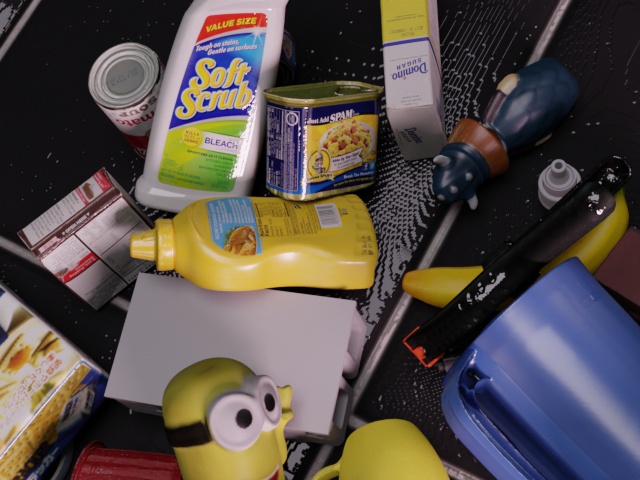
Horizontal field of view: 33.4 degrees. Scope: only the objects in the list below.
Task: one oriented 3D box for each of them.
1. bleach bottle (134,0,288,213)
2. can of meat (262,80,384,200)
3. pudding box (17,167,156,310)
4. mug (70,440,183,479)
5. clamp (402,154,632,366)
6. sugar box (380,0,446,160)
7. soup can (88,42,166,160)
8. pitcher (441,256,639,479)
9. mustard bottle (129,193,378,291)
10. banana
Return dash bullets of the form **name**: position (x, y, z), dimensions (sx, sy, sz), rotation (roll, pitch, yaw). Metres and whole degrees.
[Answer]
- **bleach bottle**: position (-0.086, -0.146, 0.884), dimensions (0.102, 0.068, 0.251), rotation (10, 109, -5)
- **can of meat**: position (0.002, -0.084, 0.883), dimensions (0.058, 0.101, 0.084), rotation (22, 117, 47)
- **pudding box**: position (-0.187, 0.002, 0.904), dimensions (0.090, 0.113, 0.039), rotation (-39, 61, -4)
- **mug**: position (-0.140, 0.216, 0.823), dimensions (0.081, 0.093, 0.117), rotation (3, 99, 10)
- **clamp**: position (0.139, 0.018, 0.760), dimensions (0.210, 0.164, 0.036), rotation (-44, 83, 16)
- **sugar box**: position (0.078, -0.167, 0.916), dimensions (0.048, 0.093, 0.176), rotation (-4, 66, 13)
- **soup can**: position (-0.156, -0.122, 0.953), dimensions (0.068, 0.102, 0.068), rotation (-5, 66, 12)
- **pitcher**: position (0.201, 0.142, 0.721), dimensions (0.149, 0.145, 0.243), rotation (-42, 73, -1)
- **mustard bottle**: position (-0.056, 0.001, 0.855), dimensions (0.191, 0.058, 0.096), rotation (-1, 38, -12)
- **banana**: position (0.164, 0.016, 0.843), dimensions (0.198, 0.037, 0.069), rotation (-28, 76, 10)
